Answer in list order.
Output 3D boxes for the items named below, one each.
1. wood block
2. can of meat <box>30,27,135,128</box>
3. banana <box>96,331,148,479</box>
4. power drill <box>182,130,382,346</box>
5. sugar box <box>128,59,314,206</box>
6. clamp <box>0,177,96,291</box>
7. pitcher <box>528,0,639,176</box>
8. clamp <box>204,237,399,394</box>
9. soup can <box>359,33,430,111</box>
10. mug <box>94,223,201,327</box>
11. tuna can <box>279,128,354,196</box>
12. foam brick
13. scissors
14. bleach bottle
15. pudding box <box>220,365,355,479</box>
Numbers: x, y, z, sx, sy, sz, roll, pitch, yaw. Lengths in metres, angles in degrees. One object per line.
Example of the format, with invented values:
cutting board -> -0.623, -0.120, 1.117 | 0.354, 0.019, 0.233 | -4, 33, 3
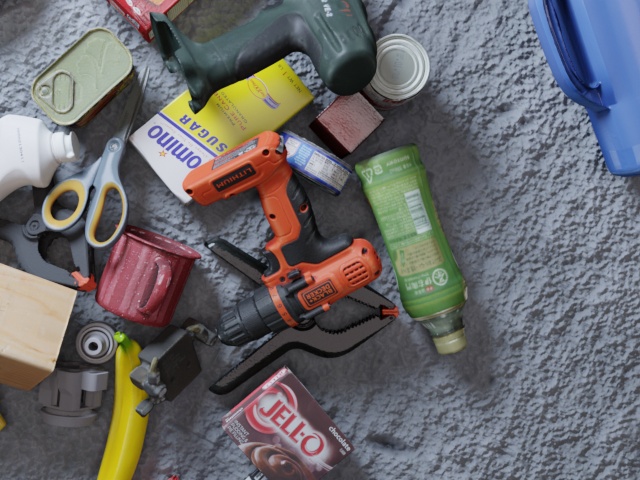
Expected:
wood block -> -0.355, 0.065, 1.026 | 0.205, 0.091, 0.090 | 23, 60, -22
can of meat -> -0.235, -0.160, 1.075 | 0.102, 0.084, 0.057 | -43, 95, -3
banana -> -0.205, 0.185, 1.097 | 0.037, 0.069, 0.198 | 10, 97, 29
power drill -> -0.057, 0.001, 1.053 | 0.184, 0.057, 0.187 | -28, 111, 8
sugar box -> -0.102, -0.125, 1.107 | 0.176, 0.048, 0.093 | -41, 93, -5
clamp -> -0.294, -0.008, 1.079 | 0.120, 0.039, 0.171 | -36, 71, 5
pitcher -> 0.312, -0.191, 1.103 | 0.149, 0.145, 0.243 | -17, 96, 16
clamp -> -0.024, 0.087, 1.124 | 0.210, 0.036, 0.164 | 5, 92, -1
soup can -> 0.071, -0.171, 1.094 | 0.068, 0.102, 0.068 | 0, 92, -5
mug -> -0.173, 0.040, 1.073 | 0.093, 0.117, 0.081 | 20, 94, -26
tuna can -> -0.010, -0.079, 1.097 | 0.086, 0.086, 0.034 | 30, 90, -5
foam brick -> 0.026, -0.122, 1.104 | 0.051, 0.078, 0.053 | 45, 85, -4
scissors -> -0.225, -0.085, 1.071 | 0.096, 0.016, 0.202 | -1, 69, 6
bleach bottle -> -0.361, -0.062, 1.056 | 0.251, 0.068, 0.102 | -10, 90, 4
pudding box -> -0.034, 0.199, 1.100 | 0.090, 0.039, 0.113 | -40, 103, -3
